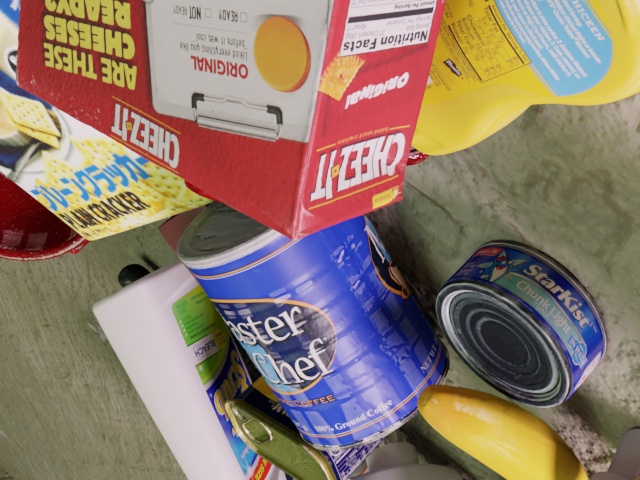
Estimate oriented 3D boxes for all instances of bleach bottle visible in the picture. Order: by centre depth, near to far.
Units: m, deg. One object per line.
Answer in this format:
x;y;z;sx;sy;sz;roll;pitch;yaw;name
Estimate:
-0.077;0.139;0.812;0.068;0.102;0.251;-26;93;23;bleach bottle

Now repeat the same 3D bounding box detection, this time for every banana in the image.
0.111;0.127;0.597;0.070;0.037;0.197;-5;149;20;banana

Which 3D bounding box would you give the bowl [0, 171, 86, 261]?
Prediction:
-0.226;-0.066;0.791;0.162;0.055;0.162;4;121;7;bowl

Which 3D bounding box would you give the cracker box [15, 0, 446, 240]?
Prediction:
-0.029;-0.133;0.374;0.164;0.071;0.214;29;122;34;cracker box

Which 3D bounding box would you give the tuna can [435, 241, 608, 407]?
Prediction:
0.101;0.044;0.548;0.086;0.033;0.086;36;151;23;tuna can

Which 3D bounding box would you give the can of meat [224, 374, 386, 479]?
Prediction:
-0.002;0.119;0.748;0.102;0.083;0.057;23;145;40;can of meat

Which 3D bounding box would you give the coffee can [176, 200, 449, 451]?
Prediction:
-0.002;0.035;0.614;0.103;0.102;0.140;2;129;56;coffee can
